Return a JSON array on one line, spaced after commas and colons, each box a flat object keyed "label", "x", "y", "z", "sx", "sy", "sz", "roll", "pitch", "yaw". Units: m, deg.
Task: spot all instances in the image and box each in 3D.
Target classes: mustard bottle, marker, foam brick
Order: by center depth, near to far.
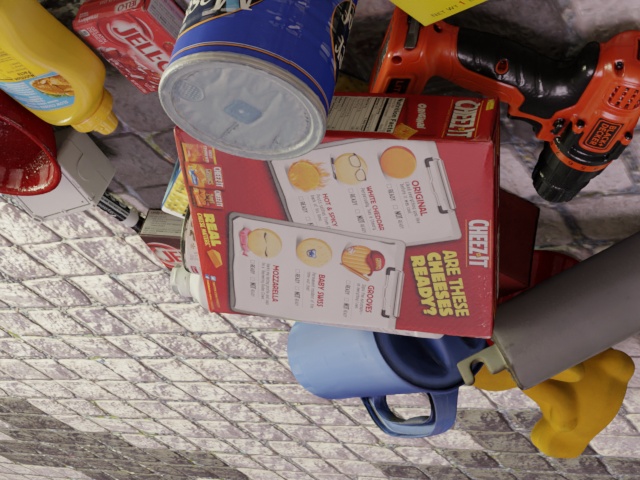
[{"label": "mustard bottle", "x": -0.221, "y": -0.140, "z": 0.811, "sx": 0.096, "sy": 0.058, "sz": 0.191, "roll": 0, "pitch": 151, "yaw": 35}, {"label": "foam brick", "x": 0.150, "y": 0.003, "z": 0.922, "sx": 0.051, "sy": 0.078, "sz": 0.053, "roll": 23, "pitch": 153, "yaw": -21}, {"label": "marker", "x": -0.214, "y": -0.036, "z": 1.091, "sx": 0.020, "sy": 0.020, "sz": 0.121, "roll": -9, "pitch": 146, "yaw": 39}]

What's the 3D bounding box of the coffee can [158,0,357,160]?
[{"label": "coffee can", "x": -0.032, "y": -0.136, "z": 0.665, "sx": 0.103, "sy": 0.140, "sz": 0.103, "roll": 11, "pitch": 154, "yaw": 5}]

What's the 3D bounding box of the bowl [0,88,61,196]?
[{"label": "bowl", "x": -0.288, "y": -0.102, "z": 0.905, "sx": 0.162, "sy": 0.055, "sz": 0.162, "roll": 13, "pitch": 155, "yaw": 6}]

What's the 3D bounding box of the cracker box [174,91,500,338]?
[{"label": "cracker box", "x": 0.018, "y": -0.021, "z": 0.753, "sx": 0.214, "sy": 0.072, "sz": 0.164, "roll": 4, "pitch": 127, "yaw": 14}]

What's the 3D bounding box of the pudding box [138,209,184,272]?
[{"label": "pudding box", "x": -0.118, "y": 0.007, "z": 1.105, "sx": 0.114, "sy": 0.039, "sz": 0.090, "roll": 2, "pitch": 151, "yaw": 23}]

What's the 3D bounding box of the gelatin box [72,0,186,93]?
[{"label": "gelatin box", "x": -0.131, "y": -0.151, "z": 0.808, "sx": 0.073, "sy": 0.030, "sz": 0.089, "roll": -5, "pitch": 148, "yaw": 33}]

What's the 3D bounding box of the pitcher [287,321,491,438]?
[{"label": "pitcher", "x": 0.060, "y": 0.110, "z": 1.096, "sx": 0.145, "sy": 0.149, "sz": 0.243, "roll": 37, "pitch": 155, "yaw": -12}]

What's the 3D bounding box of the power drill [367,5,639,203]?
[{"label": "power drill", "x": 0.129, "y": -0.097, "z": 0.760, "sx": 0.187, "sy": 0.057, "sz": 0.185, "roll": 12, "pitch": 150, "yaw": -3}]

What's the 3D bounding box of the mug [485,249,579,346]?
[{"label": "mug", "x": 0.216, "y": 0.066, "z": 1.008, "sx": 0.117, "sy": 0.081, "sz": 0.093, "roll": 28, "pitch": 151, "yaw": -26}]
